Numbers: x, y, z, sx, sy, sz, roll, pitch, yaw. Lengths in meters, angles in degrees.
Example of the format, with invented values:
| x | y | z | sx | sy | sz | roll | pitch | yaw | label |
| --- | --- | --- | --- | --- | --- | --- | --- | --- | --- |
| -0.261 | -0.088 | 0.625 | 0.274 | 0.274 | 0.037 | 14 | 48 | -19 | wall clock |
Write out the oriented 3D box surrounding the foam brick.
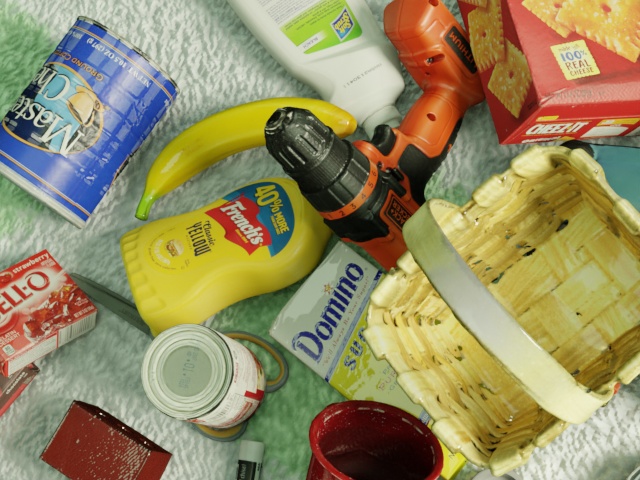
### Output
| x | y | z | sx | sy | sz | roll | pitch | yaw | label |
| --- | --- | --- | --- | --- | --- | --- | --- | --- | --- |
| -0.162 | 0.165 | 0.813 | 0.078 | 0.053 | 0.051 | 29 | 81 | 16 | foam brick |

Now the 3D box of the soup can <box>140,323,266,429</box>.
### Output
| x | y | z | sx | sy | sz | roll | pitch | yaw | label |
| --- | --- | --- | --- | --- | --- | --- | --- | --- | --- |
| -0.083 | 0.100 | 0.773 | 0.068 | 0.102 | 0.068 | -2 | 77 | 10 | soup can |

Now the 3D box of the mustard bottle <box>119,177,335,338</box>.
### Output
| x | y | z | sx | sy | sz | roll | pitch | yaw | label |
| --- | --- | --- | --- | --- | --- | --- | --- | --- | --- |
| -0.056 | 0.001 | 0.831 | 0.191 | 0.058 | 0.096 | -22 | 48 | -2 | mustard bottle |

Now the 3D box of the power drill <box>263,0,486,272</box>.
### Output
| x | y | z | sx | sy | sz | roll | pitch | yaw | label |
| --- | --- | --- | --- | --- | --- | --- | --- | --- | --- |
| 0.050 | -0.087 | 0.783 | 0.057 | 0.184 | 0.187 | 2 | 58 | 45 | power drill |

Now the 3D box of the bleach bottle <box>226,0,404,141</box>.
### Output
| x | y | z | sx | sy | sz | roll | pitch | yaw | label |
| --- | --- | --- | --- | --- | --- | --- | --- | --- | --- |
| -0.015 | -0.181 | 0.878 | 0.102 | 0.068 | 0.251 | -33 | 75 | 6 | bleach bottle |

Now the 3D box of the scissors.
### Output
| x | y | z | sx | sy | sz | roll | pitch | yaw | label |
| --- | --- | --- | --- | --- | --- | --- | --- | --- | --- |
| -0.124 | 0.095 | 0.845 | 0.202 | 0.016 | 0.096 | 14 | 78 | 14 | scissors |

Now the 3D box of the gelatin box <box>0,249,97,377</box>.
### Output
| x | y | z | sx | sy | sz | roll | pitch | yaw | label |
| --- | --- | --- | --- | --- | --- | --- | --- | --- | --- |
| -0.234 | 0.056 | 0.846 | 0.089 | 0.030 | 0.073 | -30 | 66 | -35 | gelatin box |

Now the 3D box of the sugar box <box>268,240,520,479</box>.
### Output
| x | y | z | sx | sy | sz | roll | pitch | yaw | label |
| --- | --- | --- | --- | --- | --- | --- | --- | --- | --- |
| 0.055 | 0.089 | 0.799 | 0.176 | 0.048 | 0.093 | 37 | 84 | 16 | sugar box |

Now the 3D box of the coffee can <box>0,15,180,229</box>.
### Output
| x | y | z | sx | sy | sz | roll | pitch | yaw | label |
| --- | --- | --- | --- | --- | --- | --- | --- | --- | --- |
| -0.195 | -0.095 | 0.865 | 0.103 | 0.102 | 0.140 | 32 | 82 | 17 | coffee can |

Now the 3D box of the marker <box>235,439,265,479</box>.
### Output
| x | y | z | sx | sy | sz | roll | pitch | yaw | label |
| --- | --- | --- | --- | --- | --- | --- | --- | --- | --- |
| -0.060 | 0.211 | 0.799 | 0.020 | 0.020 | 0.121 | 5 | 76 | 12 | marker |

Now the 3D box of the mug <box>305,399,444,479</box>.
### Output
| x | y | z | sx | sy | sz | roll | pitch | yaw | label |
| --- | --- | --- | --- | --- | --- | --- | --- | --- | --- |
| 0.025 | 0.164 | 0.743 | 0.093 | 0.081 | 0.117 | -4 | 33 | -27 | mug |

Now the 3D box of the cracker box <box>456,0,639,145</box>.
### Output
| x | y | z | sx | sy | sz | roll | pitch | yaw | label |
| --- | --- | --- | --- | --- | --- | --- | --- | --- | --- |
| 0.189 | -0.184 | 0.801 | 0.164 | 0.072 | 0.214 | -6 | 72 | -23 | cracker box |

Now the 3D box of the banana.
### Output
| x | y | z | sx | sy | sz | roll | pitch | yaw | label |
| --- | --- | --- | --- | --- | --- | --- | --- | --- | --- |
| -0.065 | -0.077 | 0.859 | 0.198 | 0.037 | 0.069 | -23 | 66 | 17 | banana |
